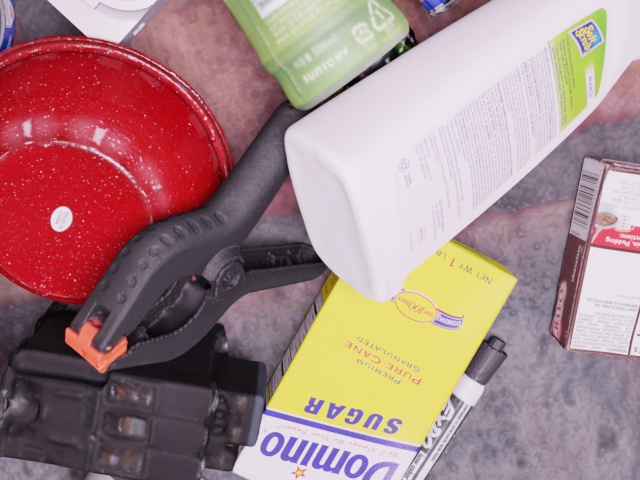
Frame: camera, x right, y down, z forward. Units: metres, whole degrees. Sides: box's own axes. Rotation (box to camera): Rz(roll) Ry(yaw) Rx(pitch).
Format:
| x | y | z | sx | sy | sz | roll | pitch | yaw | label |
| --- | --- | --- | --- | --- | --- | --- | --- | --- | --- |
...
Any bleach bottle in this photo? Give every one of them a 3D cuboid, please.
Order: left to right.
| x | y | z | sx | sy | sz | roll | pitch | yaw | label |
| --- | --- | --- | --- | --- | --- | --- | --- | --- | --- |
| 0.101 | -0.078 | 0.561 | 0.250 | 0.068 | 0.102 | -35 | 136 | -19 | bleach bottle |

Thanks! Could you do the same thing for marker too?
| x | y | z | sx | sy | sz | roll | pitch | yaw | label |
| --- | --- | --- | --- | --- | --- | --- | --- | --- | --- |
| 0.075 | 0.109 | 0.641 | 0.020 | 0.020 | 0.121 | 31 | 97 | -8 | marker |

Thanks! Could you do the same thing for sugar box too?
| x | y | z | sx | sy | sz | roll | pitch | yaw | label |
| --- | --- | --- | --- | --- | --- | --- | --- | --- | --- |
| 0.029 | 0.074 | 0.618 | 0.093 | 0.048 | 0.176 | 27 | 96 | -7 | sugar box |

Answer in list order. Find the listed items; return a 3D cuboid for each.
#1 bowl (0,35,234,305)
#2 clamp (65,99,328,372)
| x | y | z | sx | sy | sz | roll | pitch | yaw | label |
| --- | --- | --- | --- | --- | --- | --- | --- | --- | --- |
| -0.128 | -0.022 | 0.560 | 0.162 | 0.055 | 0.162 | 2 | 120 | 3 | bowl |
| -0.054 | 0.001 | 0.542 | 0.039 | 0.171 | 0.120 | 24 | 131 | 34 | clamp |
